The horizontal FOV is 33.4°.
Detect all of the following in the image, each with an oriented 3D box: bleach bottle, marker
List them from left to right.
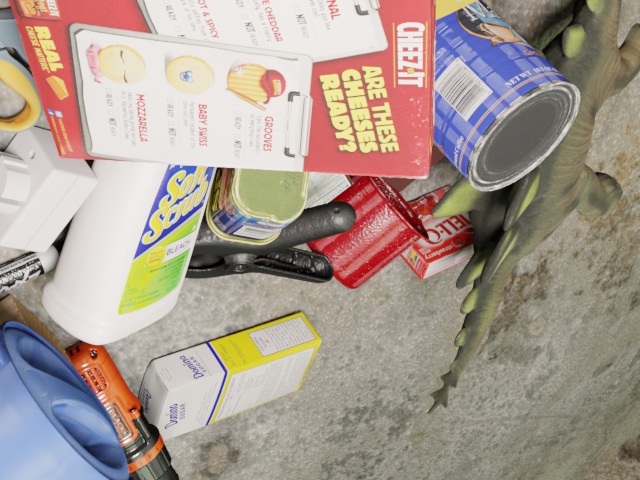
[{"bbox_3d":[-0.217,0.023,0.759,0.121,0.020,0.020,-26,150,-22],"label":"marker"},{"bbox_3d":[-0.110,-0.053,0.706,0.102,0.068,0.251,-26,145,-52],"label":"bleach bottle"}]

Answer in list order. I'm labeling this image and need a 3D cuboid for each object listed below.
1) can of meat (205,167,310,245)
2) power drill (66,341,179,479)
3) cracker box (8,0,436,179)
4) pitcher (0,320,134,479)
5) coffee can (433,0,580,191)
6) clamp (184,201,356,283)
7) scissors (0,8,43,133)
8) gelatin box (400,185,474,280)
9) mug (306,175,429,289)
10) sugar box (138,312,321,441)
[{"bbox_3d":[-0.040,-0.054,0.738,0.057,0.102,0.084,10,169,-15],"label":"can of meat"},{"bbox_3d":[-0.221,0.199,0.890,0.187,0.057,0.184,-30,108,-12],"label":"power drill"},{"bbox_3d":[-0.047,-0.117,0.558,0.214,0.072,0.164,3,137,8],"label":"cracker box"},{"bbox_3d":[-0.253,0.165,0.670,0.243,0.149,0.145,-37,172,-2],"label":"pitcher"},{"bbox_3d":[0.109,-0.121,0.800,0.102,0.140,0.103,-29,150,-18],"label":"coffee can"},{"bbox_3d":[-0.055,0.001,0.824,0.171,0.039,0.120,0,150,-19],"label":"clamp"},{"bbox_3d":[-0.183,-0.129,0.578,0.096,0.016,0.202,-34,152,-12],"label":"scissors"},{"bbox_3d":[0.113,-0.009,1.041,0.089,0.073,0.030,-22,148,-28],"label":"gelatin box"},{"bbox_3d":[0.036,-0.014,0.943,0.081,0.093,0.117,-40,-179,12],"label":"mug"},{"bbox_3d":[-0.091,0.133,1.044,0.175,0.048,0.093,-13,143,-33],"label":"sugar box"}]
